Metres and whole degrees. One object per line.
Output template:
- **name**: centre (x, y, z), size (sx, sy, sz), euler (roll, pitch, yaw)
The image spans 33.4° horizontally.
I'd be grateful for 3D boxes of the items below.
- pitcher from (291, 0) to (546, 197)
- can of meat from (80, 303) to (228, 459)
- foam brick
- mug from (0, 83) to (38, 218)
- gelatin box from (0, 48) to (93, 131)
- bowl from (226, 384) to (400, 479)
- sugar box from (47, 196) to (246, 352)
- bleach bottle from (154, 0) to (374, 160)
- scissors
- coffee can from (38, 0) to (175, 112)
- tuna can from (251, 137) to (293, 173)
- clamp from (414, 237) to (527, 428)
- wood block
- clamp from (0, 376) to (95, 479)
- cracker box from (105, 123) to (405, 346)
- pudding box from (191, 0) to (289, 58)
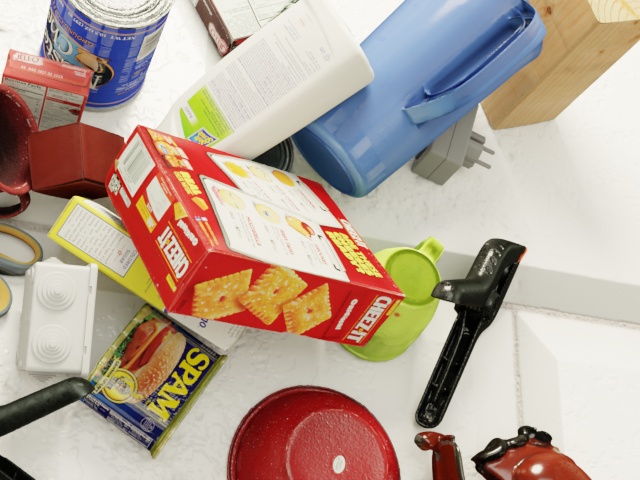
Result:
- **pitcher**: centre (0.092, -0.153, 1.022), size (0.242, 0.149, 0.145), euler (-43, 75, -12)
- **can of meat**: centre (-0.140, 0.114, 0.887), size (0.084, 0.058, 0.102), euler (36, 58, 0)
- **foam brick**: centre (-0.206, -0.066, 0.913), size (0.053, 0.078, 0.051), euler (-9, 83, 18)
- **mug**: centre (-0.287, -0.067, 0.891), size (0.082, 0.117, 0.093), euler (-10, 37, 19)
- **gelatin box**: centre (-0.244, -0.127, 0.938), size (0.073, 0.089, 0.030), euler (13, 62, -16)
- **bowl**: centre (0.005, 0.194, 0.907), size (0.162, 0.055, 0.162), euler (8, 64, -18)
- **sugar box**: centre (-0.140, 0.029, 0.903), size (0.176, 0.093, 0.048), euler (36, 88, -3)
- **bleach bottle**: centre (-0.081, -0.118, 0.959), size (0.251, 0.068, 0.103), euler (-33, 64, 3)
- **scissors**: centre (-0.334, 0.012, 0.881), size (0.201, 0.016, 0.096), euler (10, 63, -17)
- **coffee can**: centre (-0.194, -0.194, 0.959), size (0.102, 0.140, 0.103), euler (8, 64, -18)
- **tuna can**: centre (-0.071, -0.081, 1.017), size (0.086, 0.034, 0.086), euler (9, 64, -18)
- **clamp**: centre (0.143, 0.053, 0.988), size (0.036, 0.164, 0.209), euler (21, 47, 21)
- **wood block**: centre (0.245, -0.206, 1.099), size (0.090, 0.206, 0.091), euler (-12, 72, -26)
- **clamp**: centre (-0.253, 0.165, 0.810), size (0.171, 0.039, 0.120), euler (-2, 91, 3)
- **cracker box**: centre (-0.056, 0.001, 0.887), size (0.213, 0.072, 0.164), euler (16, 29, -43)
- **pudding box**: centre (-0.081, -0.249, 1.089), size (0.089, 0.039, 0.113), euler (-21, 78, -30)
